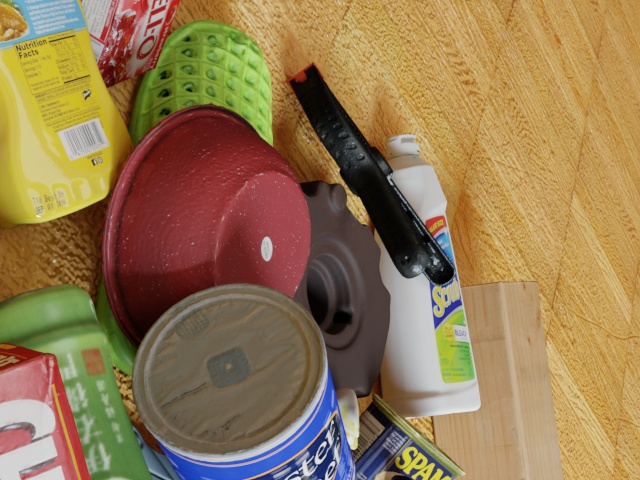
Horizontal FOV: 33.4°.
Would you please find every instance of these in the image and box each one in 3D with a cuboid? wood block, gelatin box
[{"bbox_3d":[0.161,0.146,1.003,0.090,0.091,0.206,3,79,-57],"label":"wood block"},{"bbox_3d":[-0.118,-0.139,0.656,0.030,0.089,0.073,35,34,10],"label":"gelatin box"}]

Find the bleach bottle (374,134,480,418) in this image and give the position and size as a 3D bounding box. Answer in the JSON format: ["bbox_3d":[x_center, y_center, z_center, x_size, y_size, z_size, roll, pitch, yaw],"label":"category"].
[{"bbox_3d":[0.083,0.029,0.944,0.102,0.068,0.251,8,72,-56],"label":"bleach bottle"}]

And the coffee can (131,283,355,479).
[{"bbox_3d":[-0.038,0.105,0.605,0.140,0.103,0.102,77,23,-53],"label":"coffee can"}]

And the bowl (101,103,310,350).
[{"bbox_3d":[-0.054,0.001,0.642,0.161,0.055,0.162,-20,115,-51],"label":"bowl"}]

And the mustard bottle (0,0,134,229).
[{"bbox_3d":[-0.168,-0.109,0.592,0.096,0.058,0.191,-32,108,-52],"label":"mustard bottle"}]

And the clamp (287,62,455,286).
[{"bbox_3d":[0.037,-0.050,0.837,0.210,0.036,0.164,57,8,5],"label":"clamp"}]

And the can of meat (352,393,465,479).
[{"bbox_3d":[0.050,0.179,0.818,0.084,0.058,0.102,-48,132,-2],"label":"can of meat"}]
